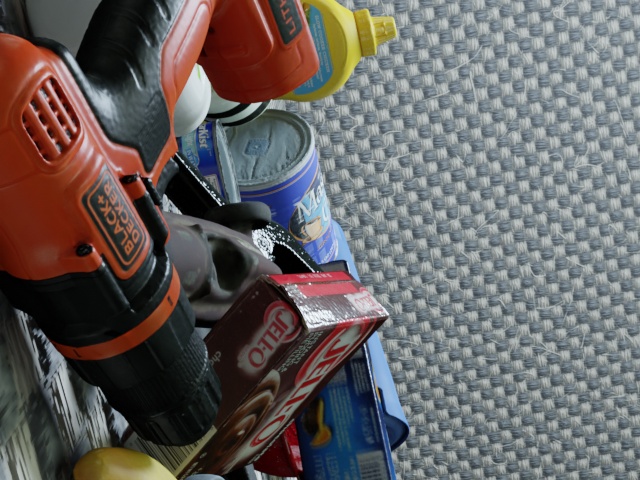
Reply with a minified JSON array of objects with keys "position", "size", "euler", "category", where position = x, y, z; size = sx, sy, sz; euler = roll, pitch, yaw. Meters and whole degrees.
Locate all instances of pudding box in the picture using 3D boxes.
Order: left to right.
[{"position":[-0.029,0.064,0.503],"size":[0.039,0.114,0.089],"euler":[49,20,19],"category":"pudding box"}]

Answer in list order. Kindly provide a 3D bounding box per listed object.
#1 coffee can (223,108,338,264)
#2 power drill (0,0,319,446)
[{"position":[-0.045,-0.035,0.978],"size":[0.103,0.103,0.140],"euler":[-99,177,-45],"category":"coffee can"},{"position":[-0.058,-0.037,0.418],"size":[0.184,0.057,0.187],"euler":[69,32,-41],"category":"power drill"}]
